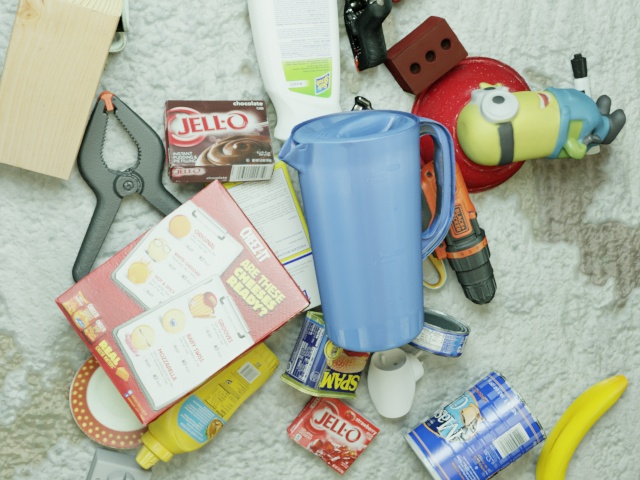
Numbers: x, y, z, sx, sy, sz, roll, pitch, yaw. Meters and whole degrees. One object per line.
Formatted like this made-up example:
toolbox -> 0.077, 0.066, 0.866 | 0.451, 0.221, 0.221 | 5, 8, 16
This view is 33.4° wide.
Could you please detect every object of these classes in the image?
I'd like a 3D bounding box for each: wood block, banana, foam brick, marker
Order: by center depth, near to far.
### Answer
wood block -> -0.262, -0.172, 1.048 | 0.090, 0.090, 0.206 | 15, 131, -15
foam brick -> 0.116, -0.207, 1.196 | 0.078, 0.051, 0.053 | -39, 109, -2
marker -> 0.315, -0.163, 1.270 | 0.020, 0.020, 0.121 | -15, 106, -9
banana -> 0.324, 0.253, 1.365 | 0.069, 0.037, 0.198 | 20, 100, -34

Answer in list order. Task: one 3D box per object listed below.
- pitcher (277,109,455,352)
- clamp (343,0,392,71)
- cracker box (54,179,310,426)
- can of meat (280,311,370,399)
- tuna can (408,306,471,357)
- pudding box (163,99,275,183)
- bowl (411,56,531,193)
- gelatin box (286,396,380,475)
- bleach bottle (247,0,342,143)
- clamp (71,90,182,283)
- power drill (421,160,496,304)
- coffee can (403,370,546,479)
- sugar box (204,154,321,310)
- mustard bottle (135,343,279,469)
pitcher -> 0.057, -0.013, 1.124 | 0.149, 0.144, 0.243 | 3, 112, 25
clamp -> 0.042, -0.248, 1.136 | 0.039, 0.171, 0.120 | -14, 69, -6
cracker box -> -0.142, 0.066, 1.124 | 0.213, 0.072, 0.164 | -37, 86, 0
can of meat -> 0.012, 0.133, 1.235 | 0.101, 0.058, 0.084 | 15, 97, -50
tuna can -> 0.131, 0.107, 1.257 | 0.086, 0.086, 0.034 | 14, 101, -16
pudding box -> -0.110, -0.107, 1.150 | 0.113, 0.090, 0.039 | -1, 148, -15
bowl -> 0.186, -0.129, 1.230 | 0.162, 0.055, 0.162 | -3, 104, -13
gelatin box -> 0.015, 0.228, 1.288 | 0.089, 0.030, 0.073 | 39, 92, -19
bleach bottle -> -0.030, -0.201, 1.149 | 0.102, 0.068, 0.251 | -6, 101, -14
clamp -> -0.218, -0.055, 1.162 | 0.164, 0.036, 0.210 | -21, 109, -9
power drill -> 0.098, 0.015, 1.228 | 0.187, 0.057, 0.184 | -21, 108, 2
coffee can -> 0.186, 0.239, 1.292 | 0.140, 0.103, 0.102 | -35, 108, -3
sugar box -> -0.058, 0.001, 1.210 | 0.093, 0.048, 0.176 | -21, 111, -7
mustard bottle -> -0.136, 0.181, 1.205 | 0.191, 0.058, 0.096 | -48, 141, -9
